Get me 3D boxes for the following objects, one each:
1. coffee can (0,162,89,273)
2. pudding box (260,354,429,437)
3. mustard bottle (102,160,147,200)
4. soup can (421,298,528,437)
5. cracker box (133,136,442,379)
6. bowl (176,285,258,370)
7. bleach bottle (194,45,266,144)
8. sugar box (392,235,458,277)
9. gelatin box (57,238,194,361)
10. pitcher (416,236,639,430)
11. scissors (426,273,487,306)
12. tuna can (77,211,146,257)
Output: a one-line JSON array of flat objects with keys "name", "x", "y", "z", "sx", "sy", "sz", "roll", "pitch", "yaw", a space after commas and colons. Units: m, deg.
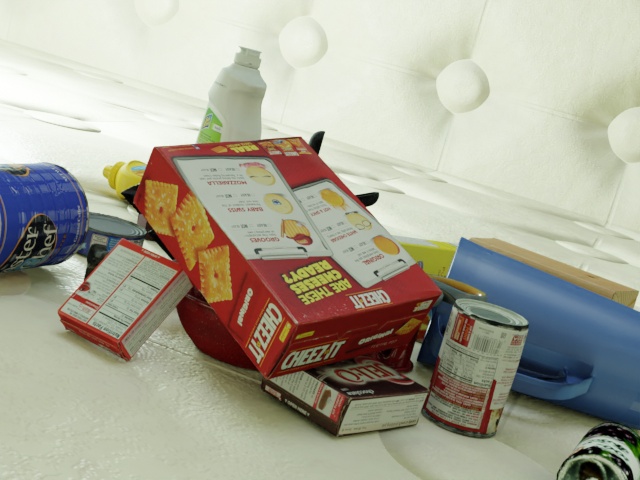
[{"name": "coffee can", "x": -0.294, "y": -0.020, "z": 0.978, "sx": 0.103, "sy": 0.103, "sz": 0.140, "roll": 19, "pitch": 11, "yaw": 19}, {"name": "pudding box", "x": 0.020, "y": 0.120, "z": 0.869, "sx": 0.090, "sy": 0.039, "sz": 0.113, "roll": 25, "pitch": 15, "yaw": 37}, {"name": "mustard bottle", "x": -0.218, "y": -0.067, "z": 1.446, "sx": 0.192, "sy": 0.058, "sz": 0.096, "roll": 21, "pitch": 13, "yaw": 26}, {"name": "soup can", "x": 0.133, "y": 0.109, "z": 0.918, "sx": 0.068, "sy": 0.102, "sz": 0.068, "roll": 15, "pitch": 11, "yaw": -3}, {"name": "cracker box", "x": -0.030, "y": 0.006, "z": 0.884, "sx": 0.163, "sy": 0.072, "sz": 0.214, "roll": -9, "pitch": 47, "yaw": -42}, {"name": "bowl", "x": -0.063, "y": 0.074, "z": 0.947, "sx": 0.162, "sy": 0.055, "sz": 0.162, "roll": 15, "pitch": 11, "yaw": -3}, {"name": "bleach bottle", "x": -0.107, "y": -0.095, "z": 1.224, "sx": 0.067, "sy": 0.251, "sz": 0.103, "roll": 7, "pitch": 14, "yaw": -38}, {"name": "sugar box", "x": 0.131, "y": 0.048, "z": 1.254, "sx": 0.175, "sy": 0.093, "sz": 0.048, "roll": 7, "pitch": 14, "yaw": -37}, {"name": "gelatin box", "x": -0.160, "y": 0.048, "z": 0.877, "sx": 0.073, "sy": 0.089, "sz": 0.030, "roll": 21, "pitch": -30, "yaw": 31}, {"name": "pitcher", "x": 0.222, "y": 0.102, "z": 1.048, "sx": 0.243, "sy": 0.149, "sz": 0.145, "roll": 20, "pitch": -20, "yaw": 7}, {"name": "scissors", "x": 0.061, "y": 0.031, "z": 0.999, "sx": 0.202, "sy": 0.016, "sz": 0.096, "roll": 18, "pitch": 14, "yaw": 38}, {"name": "tuna can", "x": -0.235, "y": -0.003, "z": 1.160, "sx": 0.086, "sy": 0.034, "sz": 0.086, "roll": 15, "pitch": 11, "yaw": -3}]
